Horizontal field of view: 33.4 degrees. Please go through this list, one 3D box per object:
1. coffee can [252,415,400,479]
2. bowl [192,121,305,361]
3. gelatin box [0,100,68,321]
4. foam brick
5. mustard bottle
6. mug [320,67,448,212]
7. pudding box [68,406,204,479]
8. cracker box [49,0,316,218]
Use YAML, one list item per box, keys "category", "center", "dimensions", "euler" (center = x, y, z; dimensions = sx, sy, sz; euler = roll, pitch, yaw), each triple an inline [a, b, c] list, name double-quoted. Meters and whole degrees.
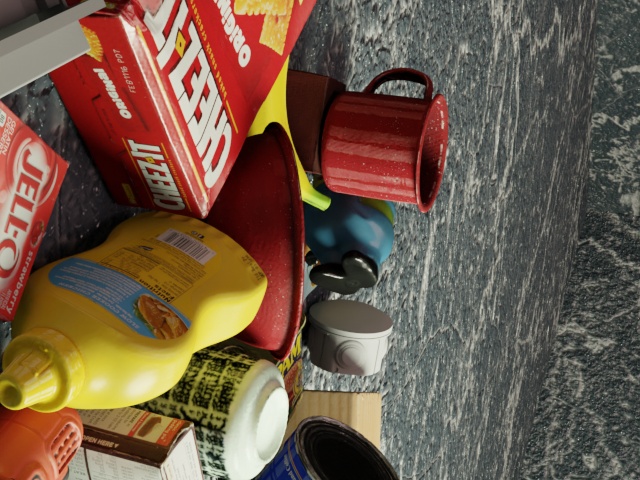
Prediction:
- category: "coffee can"
  center: [-0.016, 0.221, 0.830]
  dimensions: [0.140, 0.103, 0.102]
  euler: [-52, 170, 21]
- category: "bowl"
  center: [-0.055, 0.001, 0.714]
  dimensions: [0.162, 0.055, 0.162]
  euler: [179, -90, -76]
- category: "gelatin box"
  center: [-0.160, -0.015, 0.507]
  dimensions: [0.073, 0.030, 0.089]
  euler: [56, 47, -64]
- category: "foam brick"
  center: [-0.015, -0.094, 0.850]
  dimensions: [0.053, 0.051, 0.078]
  euler: [2, 97, -71]
- category: "mustard bottle"
  center: [-0.109, 0.042, 0.578]
  dimensions: [0.191, 0.096, 0.058]
  euler: [-39, 155, -62]
- category: "mug"
  center: [0.053, -0.085, 0.842]
  dimensions: [0.093, 0.082, 0.117]
  euler: [54, 48, -66]
- category: "pudding box"
  center: [-0.113, 0.147, 0.627]
  dimensions: [0.039, 0.090, 0.113]
  euler: [-58, 150, -47]
- category: "cracker box"
  center: [-0.073, -0.146, 0.630]
  dimensions: [0.164, 0.072, 0.213]
  euler: [73, 33, -51]
